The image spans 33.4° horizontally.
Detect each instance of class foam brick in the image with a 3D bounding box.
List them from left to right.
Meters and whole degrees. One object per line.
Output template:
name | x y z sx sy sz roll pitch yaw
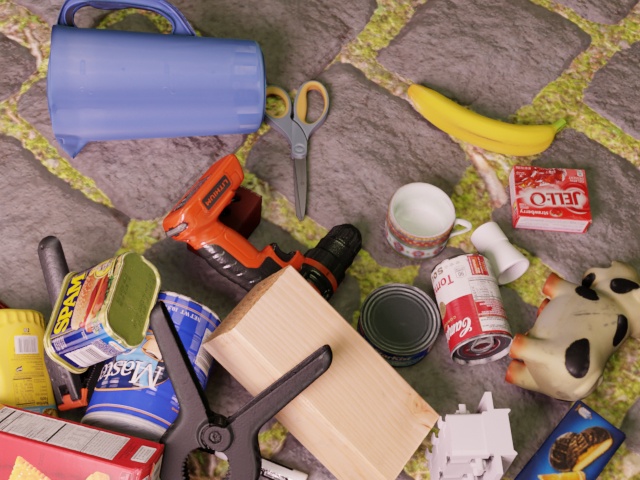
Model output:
foam brick | -0.106 -0.019 1.171 0.053 0.051 0.078 27 59 11

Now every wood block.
wood block | 0.000 0.134 1.020 0.206 0.090 0.090 45 61 -8

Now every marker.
marker | -0.071 0.216 1.047 0.121 0.020 0.020 21 58 7

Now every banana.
banana | 0.197 -0.140 1.292 0.198 0.037 0.069 15 40 2

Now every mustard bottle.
mustard bottle | -0.289 0.163 1.008 0.058 0.096 0.191 -15 79 21

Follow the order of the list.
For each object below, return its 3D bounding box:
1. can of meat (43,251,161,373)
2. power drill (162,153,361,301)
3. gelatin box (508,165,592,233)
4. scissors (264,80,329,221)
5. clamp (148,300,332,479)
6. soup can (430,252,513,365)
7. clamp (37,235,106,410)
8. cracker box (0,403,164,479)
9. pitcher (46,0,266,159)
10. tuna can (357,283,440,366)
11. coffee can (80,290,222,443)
can of meat | -0.204 0.066 1.011 0.084 0.057 0.102 -21 42 33
power drill | -0.057 0.001 1.117 0.187 0.057 0.184 46 58 -12
gelatin box | 0.267 -0.049 1.243 0.089 0.030 0.073 4 58 -3
scissors | -0.042 -0.114 1.260 0.096 0.016 0.201 13 58 4
clamp | -0.081 0.166 0.947 0.164 0.036 0.210 8 98 1
soup can | 0.160 0.072 1.133 0.068 0.068 0.102 -5 58 -10
clamp | -0.237 0.088 1.071 0.039 0.120 0.171 -17 67 29
cracker box | -0.257 0.237 0.924 0.214 0.072 0.164 13 101 6
pitcher | -0.188 -0.188 1.220 0.242 0.149 0.145 -1 47 -11
tuna can | 0.082 0.090 1.134 0.086 0.034 0.086 3 58 -5
coffee can | -0.161 0.134 1.039 0.103 0.103 0.140 14 57 3
